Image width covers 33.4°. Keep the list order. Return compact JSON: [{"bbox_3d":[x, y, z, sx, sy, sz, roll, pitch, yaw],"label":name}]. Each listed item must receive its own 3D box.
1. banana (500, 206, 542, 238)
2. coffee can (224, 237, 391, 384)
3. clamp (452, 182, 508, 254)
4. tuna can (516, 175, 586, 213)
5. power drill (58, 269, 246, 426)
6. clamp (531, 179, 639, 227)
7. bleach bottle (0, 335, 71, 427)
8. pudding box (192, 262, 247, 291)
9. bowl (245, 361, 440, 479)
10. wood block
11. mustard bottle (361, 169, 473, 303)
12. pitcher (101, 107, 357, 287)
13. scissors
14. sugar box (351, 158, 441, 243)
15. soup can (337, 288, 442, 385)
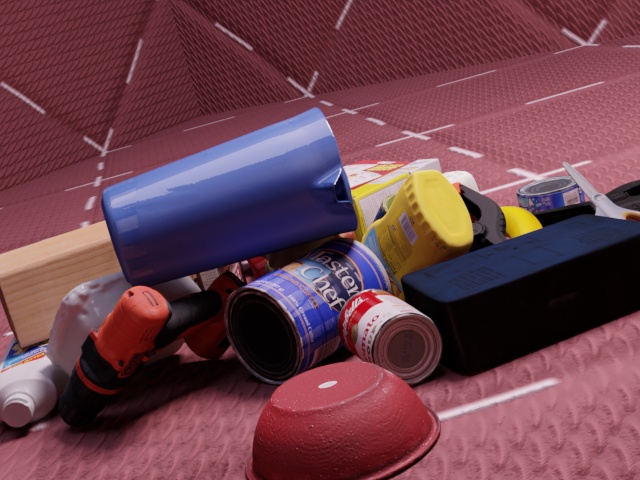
[{"bbox_3d":[0.223,-0.006,1.243,0.069,0.037,0.198,-60,16,-1],"label":"banana"},{"bbox_3d":[-0.011,0.068,1.063,0.103,0.103,0.140,-2,19,44],"label":"coffee can"},{"bbox_3d":[0.159,0.006,1.149,0.120,0.039,0.171,-16,42,-9],"label":"clamp"},{"bbox_3d":[0.299,-0.057,1.387,0.086,0.034,0.086,-14,13,3],"label":"tuna can"},{"bbox_3d":[-0.162,0.105,1.070,0.187,0.057,0.185,-18,-28,-53],"label":"power drill"},{"bbox_3d":[0.344,-0.033,1.234,0.210,0.036,0.164,-19,15,0],"label":"clamp"},{"bbox_3d":[-0.305,0.140,1.186,0.102,0.068,0.251,-15,16,-1],"label":"bleach bottle"},{"bbox_3d":[-0.124,0.045,1.313,0.039,0.090,0.113,-13,14,13],"label":"pudding box"},{"bbox_3d":[0.011,0.139,0.848,0.162,0.055,0.162,-14,13,3],"label":"bowl"},{"bbox_3d":[-0.262,0.036,1.221,0.205,0.090,0.091,-20,18,-19],"label":"wood block"},{"bbox_3d":[0.086,0.016,1.129,0.058,0.096,0.192,-10,-27,-32],"label":"mustard bottle"},{"bbox_3d":[-0.094,-0.040,1.092,0.242,0.145,0.149,-18,-24,-6],"label":"pitcher"},{"bbox_3d":[0.297,-0.032,1.178,0.096,0.016,0.202,-23,36,-19],"label":"scissors"},{"bbox_3d":[0.098,-0.040,1.411,0.048,0.093,0.175,-1,18,44],"label":"sugar box"},{"bbox_3d":[0.063,0.088,0.977,0.068,0.068,0.102,-18,14,-13],"label":"soup can"}]
